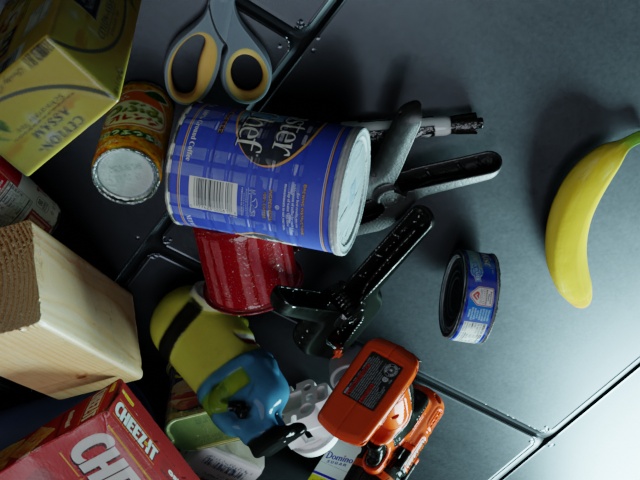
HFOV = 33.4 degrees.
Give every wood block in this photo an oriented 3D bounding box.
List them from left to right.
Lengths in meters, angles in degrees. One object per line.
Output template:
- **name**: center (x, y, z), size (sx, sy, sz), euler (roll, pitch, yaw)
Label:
- **wood block**: center (-0.237, 0.067, 0.916), size (0.091, 0.090, 0.206), euler (-15, 158, 8)

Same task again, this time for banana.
- **banana**: center (0.239, -0.013, 0.968), size (0.069, 0.037, 0.198), euler (5, 128, -6)

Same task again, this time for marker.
- **marker**: center (0.078, -0.096, 0.906), size (0.121, 0.020, 0.020), euler (-4, 128, 1)

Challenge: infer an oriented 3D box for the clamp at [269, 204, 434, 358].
- **clamp**: center (0.028, 0.051, 0.972), size (0.164, 0.036, 0.210), euler (-31, 159, -14)

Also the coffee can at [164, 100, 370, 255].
- **coffee can**: center (-0.040, -0.050, 0.851), size (0.140, 0.102, 0.103), euler (10, 129, 13)

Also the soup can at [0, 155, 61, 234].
- **soup can**: center (-0.279, -0.037, 0.905), size (0.069, 0.068, 0.102), euler (-29, 125, 19)

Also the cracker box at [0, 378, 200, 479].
- **cracker box**: center (-0.227, 0.252, 0.980), size (0.214, 0.072, 0.164), euler (-31, 106, 13)

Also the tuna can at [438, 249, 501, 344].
- **tuna can**: center (0.136, 0.052, 0.984), size (0.033, 0.086, 0.086), euler (9, 127, -8)

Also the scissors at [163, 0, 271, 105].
- **scissors**: center (-0.060, -0.183, 0.833), size (0.096, 0.016, 0.202), euler (19, 126, -19)

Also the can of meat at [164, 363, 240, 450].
- **can of meat**: center (-0.103, 0.155, 1.055), size (0.102, 0.084, 0.057), euler (-16, 128, 10)

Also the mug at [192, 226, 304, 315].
- **mug**: center (-0.056, 0.001, 0.942), size (0.117, 0.093, 0.081), euler (-26, 127, -22)

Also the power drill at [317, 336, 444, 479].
- **power drill**: center (0.049, 0.190, 1.022), size (0.057, 0.184, 0.187), euler (25, 157, 24)

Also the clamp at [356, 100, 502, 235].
- **clamp**: center (0.070, -0.048, 0.925), size (0.120, 0.039, 0.172), euler (24, 137, -28)

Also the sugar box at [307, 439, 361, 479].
- **sugar box**: center (-0.003, 0.295, 1.114), size (0.048, 0.176, 0.093), euler (21, 132, 20)
